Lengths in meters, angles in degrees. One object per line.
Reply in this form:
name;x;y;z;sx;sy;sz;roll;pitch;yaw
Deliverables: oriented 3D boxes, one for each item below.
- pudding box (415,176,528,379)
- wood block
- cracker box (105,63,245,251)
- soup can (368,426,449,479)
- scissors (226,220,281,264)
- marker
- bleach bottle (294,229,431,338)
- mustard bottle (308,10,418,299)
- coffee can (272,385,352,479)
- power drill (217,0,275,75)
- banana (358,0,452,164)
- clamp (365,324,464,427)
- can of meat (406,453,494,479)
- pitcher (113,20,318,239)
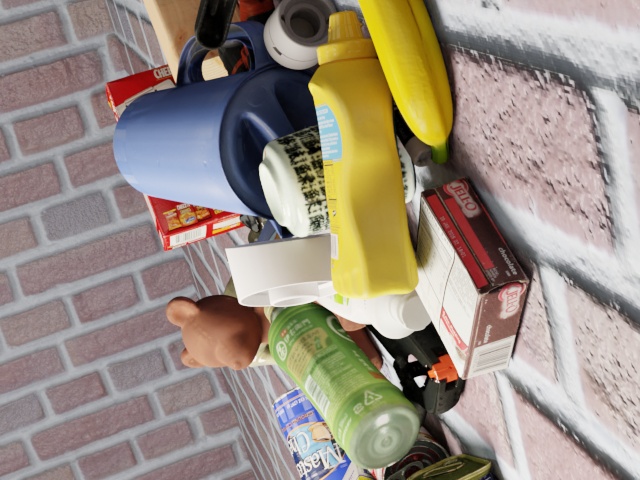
pudding box;0.097;0.028;0.712;0.113;0.039;0.090;91;159;-53
wood block;-0.155;-0.280;1.240;0.091;0.090;0.206;107;142;-71
cracker box;-0.150;-0.111;1.307;0.072;0.164;0.214;110;139;-69
soup can;0.076;0.204;1.018;0.102;0.068;0.068;-145;38;-71
scissors;-0.056;0.001;0.985;0.202;0.016;0.096;83;-153;-75
marker;0.050;-0.102;0.765;0.020;0.020;0.121;87;160;-54
bleach bottle;0.034;0.031;0.927;0.251;0.068;0.102;-141;48;-66
mustard bottle;0.027;-0.060;0.731;0.096;0.058;0.191;-147;49;-83
coffee can;0.014;0.242;1.274;0.103;0.102;0.140;100;148;-68
power drill;-0.069;-0.210;1.047;0.185;0.057;0.187;54;163;43
banana;0.044;-0.143;0.683;0.070;0.037;0.198;160;90;-78
clamp;0.084;0.118;0.914;0.120;0.039;0.172;67;168;-8
can of meat;0.121;0.229;0.884;0.102;0.057;0.084;144;104;-79
pitcher;-0.096;-0.100;0.985;0.144;0.149;0.243;36;163;-33
